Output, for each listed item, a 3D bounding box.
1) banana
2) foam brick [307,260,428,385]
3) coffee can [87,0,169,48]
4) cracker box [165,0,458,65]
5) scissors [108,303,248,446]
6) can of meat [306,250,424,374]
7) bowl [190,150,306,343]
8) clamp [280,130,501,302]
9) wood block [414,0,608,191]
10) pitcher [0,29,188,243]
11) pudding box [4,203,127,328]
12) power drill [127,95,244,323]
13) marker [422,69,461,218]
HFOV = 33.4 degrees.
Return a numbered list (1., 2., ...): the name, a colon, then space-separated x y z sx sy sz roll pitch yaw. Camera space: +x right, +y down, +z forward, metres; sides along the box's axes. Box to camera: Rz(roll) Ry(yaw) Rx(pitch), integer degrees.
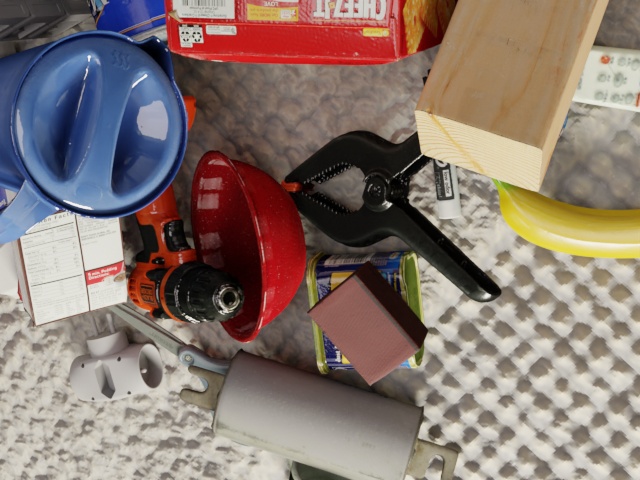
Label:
1. banana: 0.222 -0.015 0.812 0.198 0.037 0.069 8 140 12
2. foam brick: 0.039 0.064 0.839 0.051 0.053 0.078 -41 88 19
3. coffee can: -0.149 -0.229 0.873 0.103 0.102 0.140 -16 96 22
4. cracker box: 0.008 -0.171 0.768 0.164 0.213 0.072 5 106 19
5. scissors: -0.117 0.125 0.978 0.202 0.016 0.096 20 113 8
6. can of meat: 0.040 0.059 0.896 0.084 0.057 0.102 -3 102 18
7. bowl: -0.056 0.001 0.892 0.162 0.055 0.162 38 134 55
8. clamp: 0.058 -0.030 0.848 0.210 0.036 0.164 -5 88 37
9. wood block: 0.144 -0.153 0.741 0.090 0.091 0.206 20 79 13
10. pitcher: -0.223 -0.084 0.841 0.243 0.149 0.145 9 105 55
11. pudding box: -0.217 0.012 0.922 0.039 0.089 0.113 -134 36 -51
12. power drill: -0.125 -0.023 0.895 0.185 0.057 0.188 1 100 59
13. marker: 0.098 -0.078 0.862 0.020 0.020 0.121 -4 101 21
